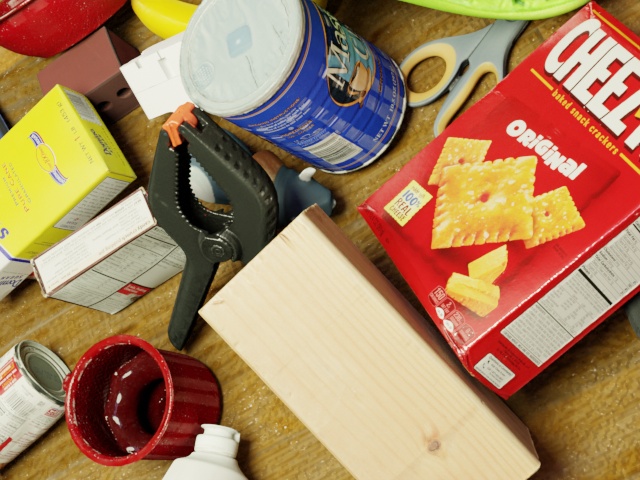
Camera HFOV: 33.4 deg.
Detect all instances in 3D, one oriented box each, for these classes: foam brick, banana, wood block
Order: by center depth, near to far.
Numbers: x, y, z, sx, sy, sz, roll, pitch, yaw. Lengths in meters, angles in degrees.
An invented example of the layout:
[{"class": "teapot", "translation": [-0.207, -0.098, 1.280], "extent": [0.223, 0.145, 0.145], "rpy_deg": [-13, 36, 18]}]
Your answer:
[{"class": "wood block", "translation": [0.031, 0.084, 0.675], "extent": [0.091, 0.090, 0.206], "rpy_deg": [-43, 90, 8]}, {"class": "banana", "translation": [-0.072, -0.185, 0.875], "extent": [0.198, 0.037, 0.069], "rpy_deg": [-4, 69, 24]}, {"class": "foam brick", "translation": [-0.191, -0.133, 0.906], "extent": [0.078, 0.053, 0.051], "rpy_deg": [-31, 66, 15]}]

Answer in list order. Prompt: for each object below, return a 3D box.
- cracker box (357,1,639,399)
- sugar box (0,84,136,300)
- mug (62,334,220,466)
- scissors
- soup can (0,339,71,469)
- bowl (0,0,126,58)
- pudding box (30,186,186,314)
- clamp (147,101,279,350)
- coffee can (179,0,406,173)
[{"class": "cracker box", "translation": [0.145, -0.031, 0.683], "extent": [0.214, 0.072, 0.164], "rpy_deg": [-42, 41, 11]}, {"class": "sugar box", "translation": [-0.241, -0.034, 0.866], "extent": [0.176, 0.048, 0.093], "rpy_deg": [-39, 69, 15]}, {"class": "mug", "translation": [-0.138, 0.119, 0.795], "extent": [0.117, 0.081, 0.093], "rpy_deg": [8, 82, 27]}, {"class": "scissors", "translation": [0.124, -0.163, 0.789], "extent": [0.096, 0.016, 0.202], "rpy_deg": [24, 87, 28]}, {"class": "soup can", "translation": [-0.253, 0.136, 0.854], "extent": [0.102, 0.068, 0.068], "rpy_deg": [-41, 63, 9]}, {"class": "bowl", "translation": [-0.217, -0.205, 0.911], "extent": [0.162, 0.055, 0.162], "rpy_deg": [-29, 25, 15]}, {"class": "pudding box", "translation": [-0.151, 0.010, 0.828], "extent": [0.114, 0.090, 0.039], "rpy_deg": [-33, 65, 14]}, {"class": "clamp", "translation": [-0.055, 0.001, 0.749], "extent": [0.165, 0.210, 0.036], "rpy_deg": [2, 37, 19]}, {"class": "coffee can", "translation": [-0.017, -0.116, 0.762], "extent": [0.103, 0.140, 0.103], "rpy_deg": [-11, 70, 32]}]
